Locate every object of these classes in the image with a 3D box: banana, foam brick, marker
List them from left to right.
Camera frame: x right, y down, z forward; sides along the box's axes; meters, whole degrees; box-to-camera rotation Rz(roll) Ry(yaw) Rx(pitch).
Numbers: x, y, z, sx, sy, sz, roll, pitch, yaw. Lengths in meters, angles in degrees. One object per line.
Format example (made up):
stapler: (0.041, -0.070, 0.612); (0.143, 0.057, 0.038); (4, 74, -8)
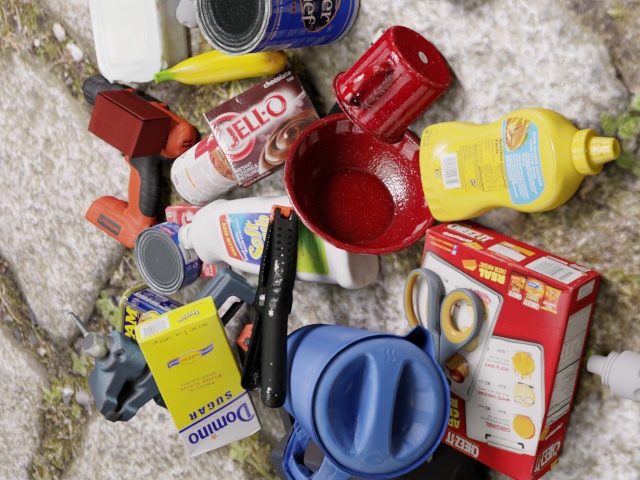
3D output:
foam brick: (-0.224, -0.138, 1.255); (0.078, 0.052, 0.051); (32, 115, 25)
banana: (-0.097, -0.194, 1.188); (0.198, 0.069, 0.037); (-3, 119, 41)
marker: (0.040, -0.168, 1.112); (0.020, 0.020, 0.121); (49, 128, 19)

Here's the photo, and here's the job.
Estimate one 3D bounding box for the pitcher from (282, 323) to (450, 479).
pitcher: (0.019, 0.155, 1.067); (0.243, 0.149, 0.145); (-177, 76, -75)

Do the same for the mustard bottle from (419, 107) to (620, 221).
mustard bottle: (0.185, -0.073, 0.991); (0.192, 0.058, 0.096); (-6, 91, 41)

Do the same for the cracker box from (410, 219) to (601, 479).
cracker box: (0.170, 0.105, 1.046); (0.164, 0.071, 0.214); (23, 118, 36)

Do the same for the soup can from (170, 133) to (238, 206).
soup can: (-0.119, -0.088, 1.237); (0.102, 0.068, 0.068); (-29, 83, 42)

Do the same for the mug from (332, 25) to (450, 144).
mug: (0.065, -0.154, 1.034); (0.082, 0.117, 0.093); (-43, 70, 34)

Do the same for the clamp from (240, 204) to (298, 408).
clamp: (-0.047, 0.069, 1.099); (0.165, 0.036, 0.210); (-156, 75, -77)

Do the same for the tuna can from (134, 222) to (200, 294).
tuna can: (-0.187, 0.021, 1.307); (0.086, 0.033, 0.086); (16, 116, 35)

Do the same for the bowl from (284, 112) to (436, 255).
bowl: (0.039, -0.048, 1.079); (0.162, 0.162, 0.055); (54, 157, 15)

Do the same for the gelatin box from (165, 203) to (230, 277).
gelatin box: (-0.151, 0.000, 1.315); (0.073, 0.030, 0.089); (1, 103, 40)

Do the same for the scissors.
scissors: (0.124, 0.124, 1.032); (0.096, 0.016, 0.202); (-3, 101, 44)

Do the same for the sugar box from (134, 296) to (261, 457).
sugar box: (-0.135, 0.157, 1.204); (0.048, 0.093, 0.176); (-117, 8, -61)

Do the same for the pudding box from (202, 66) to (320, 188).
pudding box: (-0.058, -0.121, 1.158); (0.113, 0.039, 0.090); (-28, 83, 0)

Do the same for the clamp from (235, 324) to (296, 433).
clamp: (-0.027, 0.164, 1.218); (0.120, 0.039, 0.171); (-15, 124, 32)

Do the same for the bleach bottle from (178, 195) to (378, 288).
bleach bottle: (-0.058, 0.001, 1.201); (0.251, 0.067, 0.102); (-1, 99, 36)

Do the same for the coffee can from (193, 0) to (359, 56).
coffee can: (-0.043, -0.244, 1.080); (0.103, 0.140, 0.103); (13, 110, 37)

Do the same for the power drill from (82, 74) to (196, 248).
power drill: (-0.246, -0.099, 1.348); (0.185, 0.057, 0.188); (32, 121, 29)

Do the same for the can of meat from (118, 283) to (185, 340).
can of meat: (-0.213, 0.119, 1.385); (0.084, 0.057, 0.102); (23, 117, 31)
